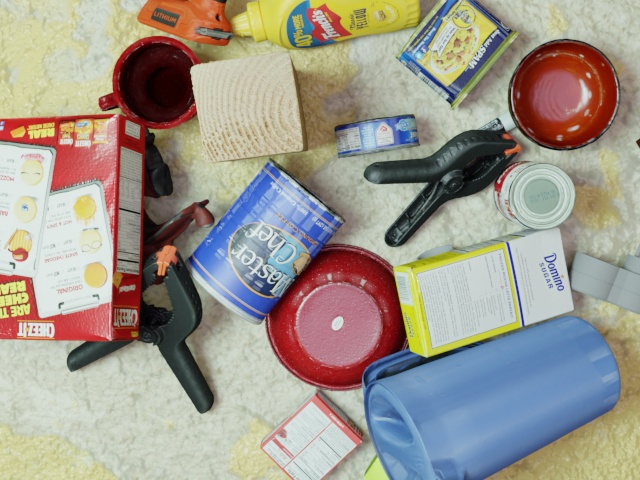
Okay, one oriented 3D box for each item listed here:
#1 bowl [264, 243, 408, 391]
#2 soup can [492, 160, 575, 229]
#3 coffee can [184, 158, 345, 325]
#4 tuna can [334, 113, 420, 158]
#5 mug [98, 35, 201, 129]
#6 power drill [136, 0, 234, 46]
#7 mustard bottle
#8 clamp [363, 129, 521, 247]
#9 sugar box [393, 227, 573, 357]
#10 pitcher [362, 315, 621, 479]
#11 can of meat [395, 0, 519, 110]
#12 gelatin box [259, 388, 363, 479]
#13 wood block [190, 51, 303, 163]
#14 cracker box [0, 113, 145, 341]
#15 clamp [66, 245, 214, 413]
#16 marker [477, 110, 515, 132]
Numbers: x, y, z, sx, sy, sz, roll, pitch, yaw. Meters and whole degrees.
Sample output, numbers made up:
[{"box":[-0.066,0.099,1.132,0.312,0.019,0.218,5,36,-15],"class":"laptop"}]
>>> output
[{"box":[0.019,0.086,1.129,0.162,0.055,0.162,0,95,1],"class":"bowl"},{"box":[0.217,-0.047,1.089,0.068,0.102,0.068,0,95,1],"class":"soup can"},{"box":[-0.057,0.001,1.099,0.103,0.103,0.140,40,94,-2],"class":"coffee can"},{"box":[0.058,-0.107,1.096,0.086,0.086,0.034,-9,93,2],"class":"tuna can"},{"box":[-0.172,-0.156,1.098,0.117,0.081,0.093,-20,94,2],"class":"mug"},{"box":[-0.129,-0.300,1.070,0.185,0.057,0.188,28,111,40],"class":"power drill"},{"box":[0.003,-0.237,1.082,0.191,0.096,0.058,-11,66,3],"class":"mustard bottle"},{"box":[0.122,-0.071,1.096,0.171,0.120,0.039,-35,55,0],"class":"clamp"},{"box":[0.168,0.049,1.092,0.176,0.048,0.093,-15,99,-21],"class":"sugar box"},{"box":[0.169,0.157,1.075,0.242,0.145,0.149,-19,84,-20],"class":"pitcher"},{"box":[0.139,-0.200,1.101,0.084,0.057,0.102,40,94,0],"class":"can of meat"},{"box":[-0.010,0.216,1.152,0.073,0.030,0.089,45,100,-3],"class":"gelatin box"},{"box":[-0.063,-0.125,1.036,0.091,0.206,0.090,-8,95,2],"class":"wood block"},{"box":[-0.256,-0.011,1.033,0.164,0.072,0.214,-1,85,18],"class":"cracker box"},{"box":[-0.184,0.088,1.100,0.164,0.036,0.210,12,129,3],"class":"clamp"},{"box":[0.152,-0.100,1.128,0.121,0.020,0.020,-30,94,3],"class":"marker"}]
